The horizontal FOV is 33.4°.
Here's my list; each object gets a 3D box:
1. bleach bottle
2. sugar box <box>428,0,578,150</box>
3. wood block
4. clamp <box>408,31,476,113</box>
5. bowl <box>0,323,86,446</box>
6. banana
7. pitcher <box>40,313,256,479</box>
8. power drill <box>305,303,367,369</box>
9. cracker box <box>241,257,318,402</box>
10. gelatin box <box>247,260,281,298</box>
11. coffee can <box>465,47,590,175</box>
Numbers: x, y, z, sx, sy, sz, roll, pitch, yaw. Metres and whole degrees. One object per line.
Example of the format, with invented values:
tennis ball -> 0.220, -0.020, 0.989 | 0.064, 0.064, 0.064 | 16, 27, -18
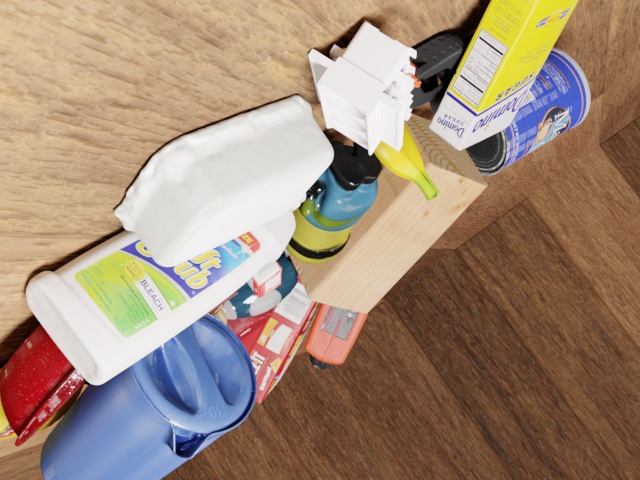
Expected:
bleach bottle -> -0.114, 0.011, 0.894 | 0.250, 0.102, 0.068 | -37, 178, -31
sugar box -> 0.168, -0.168, 0.946 | 0.093, 0.048, 0.176 | -27, 149, -43
wood block -> 0.066, -0.027, 1.141 | 0.090, 0.091, 0.206 | 16, 126, -39
clamp -> 0.110, -0.151, 0.988 | 0.171, 0.039, 0.120 | -20, 149, -47
bowl -> -0.233, 0.105, 0.951 | 0.162, 0.055, 0.162 | -49, -179, 1
banana -> 0.062, -0.095, 0.952 | 0.037, 0.069, 0.198 | -27, -156, 8
pitcher -> -0.178, 0.167, 1.050 | 0.243, 0.145, 0.149 | -43, 174, 39
power drill -> 0.024, 0.100, 1.378 | 0.187, 0.057, 0.184 | -61, 173, -80
cracker box -> -0.051, 0.104, 1.386 | 0.164, 0.072, 0.213 | -62, 177, 8
gelatin box -> -0.071, 0.006, 0.991 | 0.030, 0.089, 0.073 | -35, 171, -10
coffee can -> 0.223, -0.149, 1.218 | 0.140, 0.103, 0.103 | -30, 170, -28
